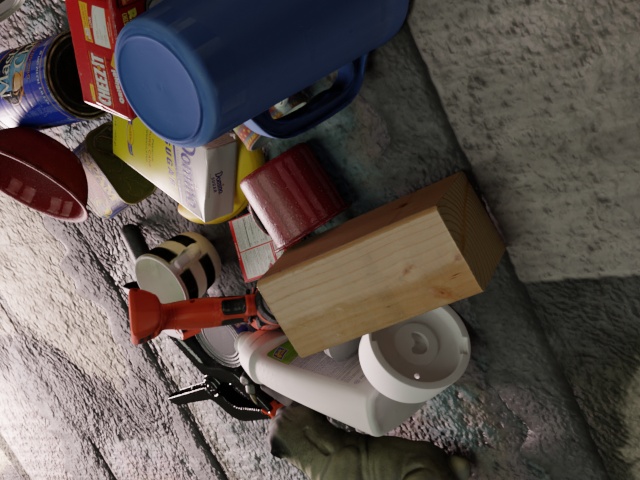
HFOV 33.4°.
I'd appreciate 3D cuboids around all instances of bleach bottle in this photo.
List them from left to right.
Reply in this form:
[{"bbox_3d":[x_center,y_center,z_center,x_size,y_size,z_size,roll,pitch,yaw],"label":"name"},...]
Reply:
[{"bbox_3d":[-0.001,0.143,1.215,0.251,0.102,0.068,15,126,45],"label":"bleach bottle"}]

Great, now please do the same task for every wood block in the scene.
[{"bbox_3d":[0.055,0.025,1.006,0.206,0.090,0.090,-24,103,32],"label":"wood block"}]

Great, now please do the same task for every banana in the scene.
[{"bbox_3d":[-0.105,-0.061,1.186,0.070,0.037,0.198,61,143,15],"label":"banana"}]

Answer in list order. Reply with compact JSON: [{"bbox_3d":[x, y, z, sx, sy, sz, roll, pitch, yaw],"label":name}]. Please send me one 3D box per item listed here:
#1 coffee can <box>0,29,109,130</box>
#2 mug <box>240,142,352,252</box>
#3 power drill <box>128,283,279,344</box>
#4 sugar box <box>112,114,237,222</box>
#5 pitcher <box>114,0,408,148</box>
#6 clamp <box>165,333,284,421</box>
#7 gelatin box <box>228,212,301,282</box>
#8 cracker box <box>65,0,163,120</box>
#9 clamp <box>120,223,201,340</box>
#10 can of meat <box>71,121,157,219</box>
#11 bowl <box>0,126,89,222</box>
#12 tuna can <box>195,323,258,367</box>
[{"bbox_3d":[-0.309,-0.181,1.228,0.141,0.102,0.103,-3,118,45],"label":"coffee can"},{"bbox_3d":[-0.034,-0.042,1.090,0.081,0.093,0.117,58,143,-2],"label":"mug"},{"bbox_3d":[-0.115,0.075,1.167,0.185,0.187,0.057,131,135,-73],"label":"power drill"},{"bbox_3d":[-0.162,-0.102,1.166,0.176,0.048,0.093,36,134,37],"label":"sugar box"},{"bbox_3d":[-0.044,-0.165,0.875,0.149,0.242,0.145,49,143,2],"label":"pitcher"},{"bbox_3d":[-0.137,0.192,1.418,0.210,0.036,0.165,26,135,26],"label":"clamp"},{"bbox_3d":[-0.058,0.001,1.177,0.089,0.030,0.073,-19,86,49],"label":"gelatin box"},{"bbox_3d":[-0.121,-0.225,0.923,0.072,0.213,0.164,23,134,32],"label":"cracker box"},{"bbox_3d":[-0.210,0.071,1.368,0.171,0.039,0.120,53,154,27],"label":"clamp"},{"bbox_3d":[-0.258,-0.082,1.297,0.102,0.057,0.084,56,144,-7],"label":"can of meat"},{"bbox_3d":[-0.332,-0.085,1.248,0.162,0.055,0.162,22,160,9],"label":"bowl"},{"bbox_3d":[-0.118,0.115,1.339,0.086,0.033,0.086,25,135,28],"label":"tuna can"}]
